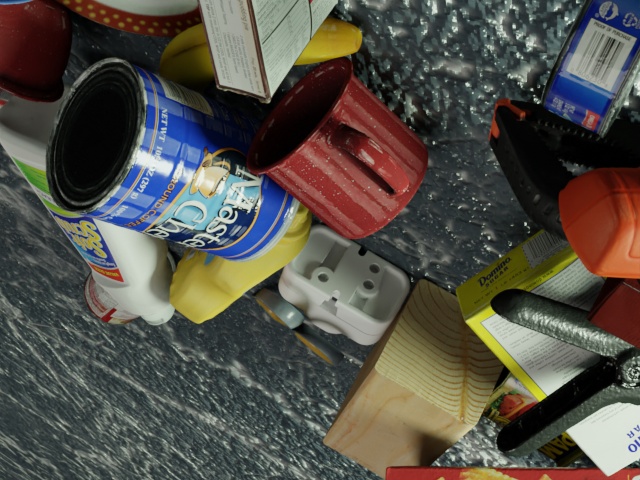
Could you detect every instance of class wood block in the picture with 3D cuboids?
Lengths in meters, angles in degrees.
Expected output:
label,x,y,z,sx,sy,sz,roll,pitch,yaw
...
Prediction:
label,x,y,z,sx,sy,sz,roll,pitch,yaw
wood block,0.078,0.128,0.899,0.090,0.090,0.206,30,152,3

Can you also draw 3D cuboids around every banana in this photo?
label,x,y,z,sx,sy,sz,roll,pitch,yaw
banana,-0.055,-0.121,0.698,0.069,0.037,0.198,10,170,-34

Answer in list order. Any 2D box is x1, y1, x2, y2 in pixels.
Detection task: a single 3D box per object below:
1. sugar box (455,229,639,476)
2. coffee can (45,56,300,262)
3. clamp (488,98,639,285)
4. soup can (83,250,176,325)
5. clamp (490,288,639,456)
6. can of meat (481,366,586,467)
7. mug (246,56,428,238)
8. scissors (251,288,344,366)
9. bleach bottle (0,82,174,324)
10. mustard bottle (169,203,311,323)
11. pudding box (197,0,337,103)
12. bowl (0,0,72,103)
label,x,y,z,sx,sy,sz,roll,pitch,yaw
sugar box,0.179,0.073,0.712,0.093,0.048,0.176,-35,118,17
coffee can,-0.095,-0.050,0.712,0.103,0.103,0.140,2,168,45
clamp,0.180,-0.018,0.556,0.210,0.164,0.036,43,145,33
soup can,-0.190,0.042,1.062,0.068,0.068,0.102,39,151,-12
clamp,0.184,0.081,0.667,0.171,0.039,0.120,0,124,-5
can of meat,0.177,0.124,0.829,0.084,0.057,0.102,32,153,5
mug,0.018,-0.053,0.665,0.081,0.093,0.117,40,172,-23
scissors,-0.024,0.073,0.920,0.096,0.016,0.202,41,173,2
bleach bottle,-0.166,-0.012,0.859,0.103,0.068,0.251,21,150,31
mustard bottle,-0.055,0.001,0.827,0.058,0.096,0.192,39,151,-9
pudding box,-0.029,-0.144,0.573,0.039,0.090,0.113,21,151,20
bowl,-0.224,-0.168,0.723,0.162,0.055,0.162,42,-166,-13
